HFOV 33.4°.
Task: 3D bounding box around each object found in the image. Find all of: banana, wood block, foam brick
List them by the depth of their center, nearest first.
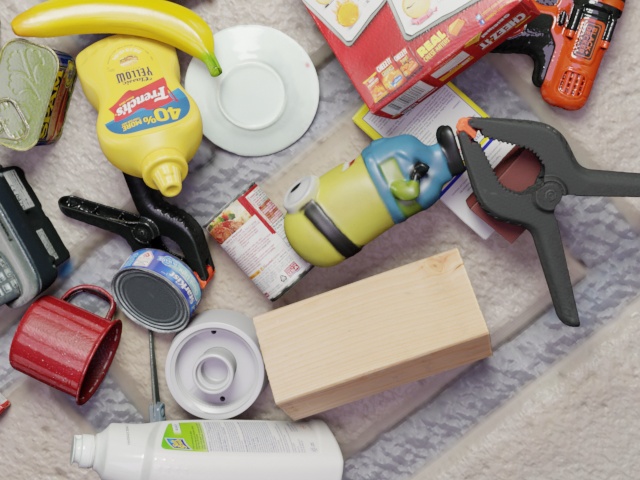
[{"bbox_3d":[-0.183,-0.201,0.993,0.198,0.069,0.037,10,135,-1],"label":"banana"},{"bbox_3d":[0.181,-0.045,0.993,0.053,0.051,0.078,41,97,-6],"label":"foam brick"},{"bbox_3d":[0.051,0.092,1.026,0.206,0.090,0.091,-19,67,4],"label":"wood block"}]

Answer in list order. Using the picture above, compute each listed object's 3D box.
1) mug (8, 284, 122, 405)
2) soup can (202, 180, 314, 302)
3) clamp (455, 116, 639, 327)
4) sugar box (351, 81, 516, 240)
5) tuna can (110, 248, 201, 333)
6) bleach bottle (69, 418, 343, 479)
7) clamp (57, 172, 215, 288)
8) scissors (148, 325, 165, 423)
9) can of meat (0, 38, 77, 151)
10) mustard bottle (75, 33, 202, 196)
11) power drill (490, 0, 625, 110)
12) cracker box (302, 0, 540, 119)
[{"bbox_3d":[-0.249,0.095,1.062,0.081,0.093,0.117,23,66,5],"label":"mug"},{"bbox_3d":[-0.057,0.001,1.045,0.068,0.068,0.102,-41,93,6],"label":"soup can"},{"bbox_3d":[0.212,-0.047,0.946,0.210,0.036,0.164,44,98,-6],"label":"clamp"},{"bbox_3d":[0.125,-0.093,1.037,0.176,0.048,0.093,42,97,-6],"label":"sugar box"},{"bbox_3d":[-0.161,0.049,1.051,0.086,0.033,0.086,15,135,15],"label":"tuna can"},{"bbox_3d":[-0.110,0.205,1.018,0.250,0.103,0.068,8,103,-16],"label":"bleach bottle"},{"bbox_3d":[-0.167,-0.025,1.048,0.171,0.039,0.120,35,130,-5],"label":"clamp"},{"bbox_3d":[-0.160,0.188,1.089,0.016,0.096,0.202,-8,65,10],"label":"scissors"},{"bbox_3d":[-0.278,-0.140,1.031,0.057,0.084,0.102,17,97,0],"label":"can of meat"},{"bbox_3d":[-0.161,-0.113,0.986,0.096,0.058,0.192,-15,53,-12],"label":"mustard bottle"},{"bbox_3d":[0.193,-0.233,1.010,0.187,0.057,0.184,17,97,1],"label":"power drill"},{"bbox_3d":[0.069,-0.242,0.962,0.164,0.072,0.214,-36,73,22],"label":"cracker box"}]
